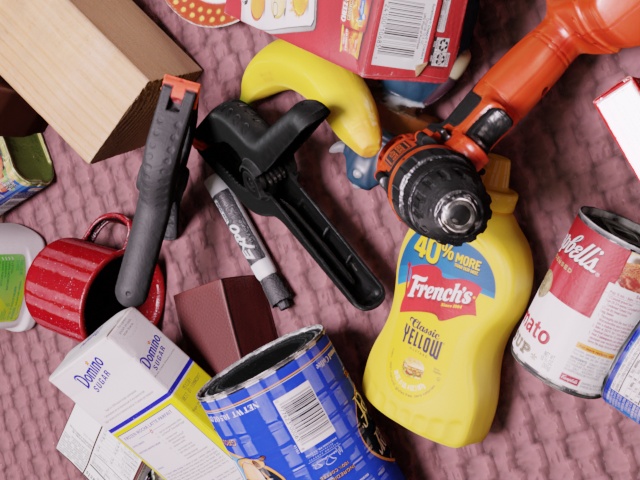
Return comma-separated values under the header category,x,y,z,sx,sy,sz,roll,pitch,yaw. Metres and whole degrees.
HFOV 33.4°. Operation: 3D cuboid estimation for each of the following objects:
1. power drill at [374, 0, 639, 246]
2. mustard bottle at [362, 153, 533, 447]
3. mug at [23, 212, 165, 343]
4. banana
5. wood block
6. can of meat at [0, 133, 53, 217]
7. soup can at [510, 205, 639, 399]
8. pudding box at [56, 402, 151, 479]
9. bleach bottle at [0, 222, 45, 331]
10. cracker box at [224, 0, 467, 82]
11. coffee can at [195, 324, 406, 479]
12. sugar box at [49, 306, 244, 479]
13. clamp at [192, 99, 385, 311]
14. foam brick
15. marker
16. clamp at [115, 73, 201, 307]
category,x,y,z,sx,sy,sz,roll,pitch,yaw
power drill,0.112,-0.079,0.620,0.188,0.184,0.057,-43,103,5
mustard bottle,0.093,0.035,0.719,0.096,0.058,0.192,27,109,41
mug,-0.186,0.032,0.885,0.082,0.093,0.117,14,85,35
banana,-0.008,-0.107,0.750,0.198,0.037,0.069,25,121,59
wood block,-0.208,-0.169,0.845,0.206,0.090,0.090,45,116,5
can of meat,-0.294,-0.077,0.958,0.084,0.057,0.102,-27,81,29
soup can,0.170,0.039,0.665,0.069,0.068,0.102,33,111,26
pudding box,-0.169,0.160,0.913,0.090,0.039,0.114,37,115,24
bleach bottle,-0.345,0.042,0.886,0.068,0.250,0.102,20,105,30
cracker box,0.019,-0.204,0.680,0.214,0.072,0.164,38,122,56
coffee can,-0.010,0.145,0.751,0.103,0.102,0.140,-25,96,32
sugar box,-0.112,0.135,0.816,0.176,0.048,0.094,47,131,-11
clamp,-0.031,-0.040,0.770,0.210,0.036,0.164,26,142,55
foam brick,-0.072,0.070,0.833,0.053,0.051,0.078,-17,85,33
marker,-0.055,0.001,0.834,0.020,0.020,0.121,-37,75,30
clamp,-0.120,-0.036,0.795,0.039,0.120,0.172,10,128,-4
